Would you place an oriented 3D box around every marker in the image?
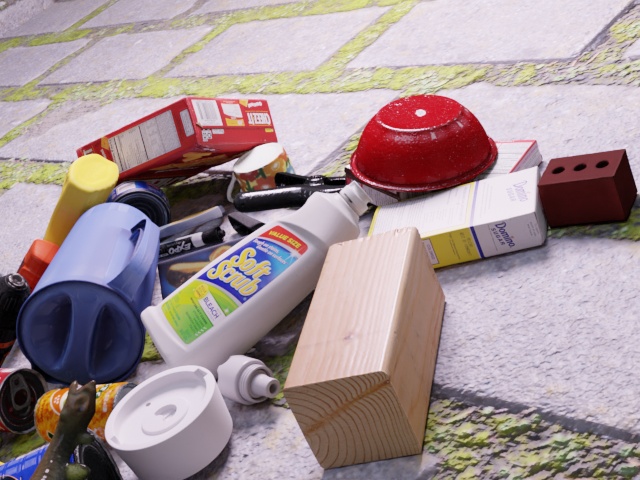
[{"bbox_3d":[-0.173,0.005,1.334,0.121,0.020,0.020,-15,29,22],"label":"marker"}]

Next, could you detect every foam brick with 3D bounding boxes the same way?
[{"bbox_3d":[0.255,-0.049,1.019,0.078,0.051,0.053,-6,32,34],"label":"foam brick"}]

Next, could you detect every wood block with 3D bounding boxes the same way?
[{"bbox_3d":[0.044,0.086,0.921,0.091,0.090,0.206,-14,29,21],"label":"wood block"}]

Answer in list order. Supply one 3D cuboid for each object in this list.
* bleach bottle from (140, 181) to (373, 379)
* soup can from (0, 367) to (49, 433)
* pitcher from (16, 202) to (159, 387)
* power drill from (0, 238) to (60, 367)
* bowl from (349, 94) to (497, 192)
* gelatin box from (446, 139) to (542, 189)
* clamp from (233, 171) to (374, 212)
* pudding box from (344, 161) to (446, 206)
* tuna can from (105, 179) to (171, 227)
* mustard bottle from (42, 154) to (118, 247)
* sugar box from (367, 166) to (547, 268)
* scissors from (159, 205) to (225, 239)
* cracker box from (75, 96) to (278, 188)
[{"bbox_3d":[-0.055,0.030,1.050,0.251,0.068,0.103,-42,48,3],"label":"bleach bottle"},{"bbox_3d":[-0.347,0.169,1.137,0.102,0.068,0.068,-4,34,36],"label":"soup can"},{"bbox_3d":[-0.242,0.044,1.204,0.149,0.145,0.243,-5,26,2],"label":"pitcher"},{"bbox_3d":[-0.357,0.075,1.245,0.185,0.057,0.187,-55,7,29],"label":"power drill"},{"bbox_3d":[0.108,-0.114,1.149,0.162,0.055,0.162,-7,31,4],"label":"bowl"},{"bbox_3d":[0.186,-0.073,1.147,0.073,0.030,0.089,1,37,40],"label":"gelatin box"},{"bbox_3d":[-0.014,-0.054,1.247,0.172,0.039,0.120,2,24,34],"label":"clamp"},{"bbox_3d":[0.096,-0.077,1.186,0.113,0.039,0.090,-30,38,-33],"label":"pudding box"},{"bbox_3d":[-0.237,-0.033,1.385,0.086,0.086,0.034,-26,28,0],"label":"tuna can"},{"bbox_3d":[-0.321,-0.013,1.363,0.192,0.058,0.096,-60,5,27],"label":"mustard bottle"},{"bbox_3d":[0.137,-0.016,1.072,0.176,0.048,0.093,-11,30,21],"label":"sugar box"},{"bbox_3d":[-0.205,-0.010,1.365,0.202,0.016,0.096,-18,5,25],"label":"scissors"},{"bbox_3d":[-0.190,-0.125,1.423,0.214,0.072,0.163,-19,-6,35],"label":"cracker box"}]
